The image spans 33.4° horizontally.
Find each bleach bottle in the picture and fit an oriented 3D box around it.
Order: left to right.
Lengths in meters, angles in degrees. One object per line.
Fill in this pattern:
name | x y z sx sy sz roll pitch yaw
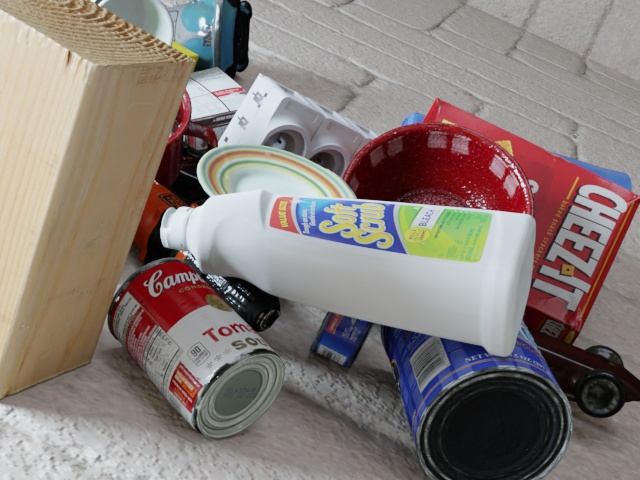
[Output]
bleach bottle | 0.010 0.011 0.709 0.251 0.068 0.102 7 32 16

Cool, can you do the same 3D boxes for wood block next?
wood block | -0.161 -0.027 0.610 0.091 0.206 0.090 32 23 20

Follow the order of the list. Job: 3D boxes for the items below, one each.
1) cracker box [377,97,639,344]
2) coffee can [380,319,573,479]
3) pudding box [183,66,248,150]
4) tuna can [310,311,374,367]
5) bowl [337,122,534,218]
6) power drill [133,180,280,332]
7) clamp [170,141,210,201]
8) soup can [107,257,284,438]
cracker box | 0.161 -0.015 0.974 0.214 0.072 0.164 27 61 10
coffee can | 0.103 0.093 0.737 0.102 0.103 0.140 17 23 -15
pudding box | -0.120 -0.134 1.082 0.089 0.039 0.114 -16 35 -25
tuna can | 0.026 0.050 0.783 0.034 0.086 0.086 27 22 4
bowl | 0.094 -0.018 0.893 0.162 0.055 0.162 -1 62 1
power drill | -0.056 0.001 0.852 0.185 0.057 0.187 40 26 28
clamp | -0.140 -0.080 0.980 0.171 0.039 0.120 35 28 11
soup can | -0.078 0.066 0.667 0.068 0.069 0.102 -2 34 -46
